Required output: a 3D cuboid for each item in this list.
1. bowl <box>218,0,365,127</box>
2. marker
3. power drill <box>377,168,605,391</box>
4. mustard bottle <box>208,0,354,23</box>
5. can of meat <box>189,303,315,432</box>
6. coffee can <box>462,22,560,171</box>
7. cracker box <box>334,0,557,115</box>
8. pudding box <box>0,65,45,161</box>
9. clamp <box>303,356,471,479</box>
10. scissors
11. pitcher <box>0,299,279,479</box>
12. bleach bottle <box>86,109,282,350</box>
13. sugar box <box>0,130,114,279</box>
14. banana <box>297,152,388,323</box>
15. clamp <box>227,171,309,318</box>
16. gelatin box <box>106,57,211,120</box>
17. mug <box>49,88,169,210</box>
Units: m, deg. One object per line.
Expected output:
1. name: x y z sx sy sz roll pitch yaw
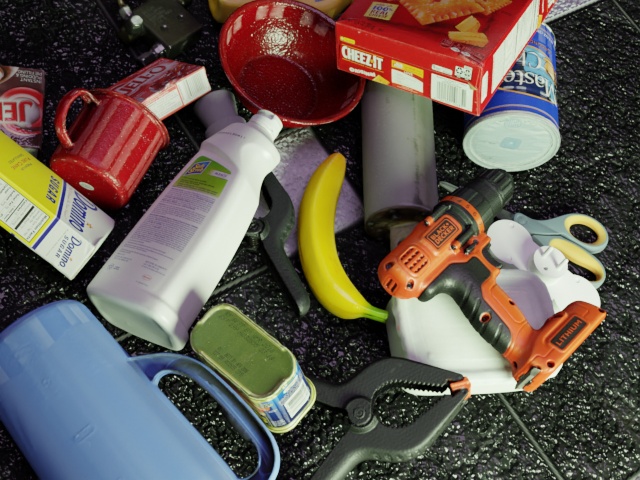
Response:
1. bowl: -0.036 -0.176 1.126 0.162 0.055 0.162 10 59 -17
2. marker: 0.021 -0.198 1.181 0.121 0.020 0.020 29 57 0
3. power drill: 0.172 0.034 1.004 0.188 0.057 0.184 42 62 12
4. mustard bottle: -0.029 -0.283 1.191 0.191 0.058 0.096 -1 57 -18
5. can of meat: -0.059 0.108 0.913 0.102 0.084 0.057 36 74 23
6. coffee can: 0.208 -0.162 1.169 0.102 0.103 0.140 12 59 -11
7. cracker box: 0.137 -0.242 1.114 0.164 0.072 0.213 22 55 21
8. pudding box: -0.323 -0.123 1.022 0.113 0.039 0.090 3 62 -15
9. clamp: 0.033 0.167 0.939 0.210 0.036 0.164 -10 67 3
10. scissors: 0.230 -0.026 1.152 0.202 0.016 0.096 40 57 7
11. pitcher: -0.160 0.161 0.861 0.243 0.145 0.149 48 40 15
12. bleach bottle: -0.105 -0.023 0.990 0.103 0.068 0.250 17 60 30
13. sugar box: -0.268 -0.046 0.944 0.176 0.048 0.093 37 13 -9
14. banana: 0.010 0.001 1.056 0.069 0.037 0.198 -6 62 -15
15. clamp: -0.057 0.001 1.033 0.120 0.039 0.171 16 60 -3
16. gelatin box: -0.167 -0.149 1.067 0.073 0.030 0.089 19 45 43
17. mug: -0.207 -0.090 1.000 0.093 0.117 0.081 6 57 32
